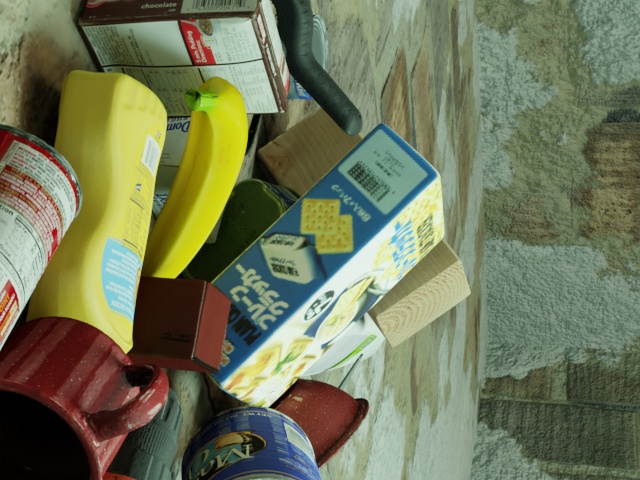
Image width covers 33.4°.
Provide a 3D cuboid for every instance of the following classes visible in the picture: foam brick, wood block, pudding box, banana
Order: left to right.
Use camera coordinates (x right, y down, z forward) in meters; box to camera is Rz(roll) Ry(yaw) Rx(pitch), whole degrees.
[{"bbox_3d":[-0.105,0.053,0.682,0.051,0.078,0.053,52,45,-69],"label":"foam brick"},{"bbox_3d":[-0.082,-0.119,0.667,0.090,0.113,0.039,73,21,-54],"label":"pudding box"},{"bbox_3d":[-0.083,-0.039,0.685,0.069,0.037,0.198,-30,155,-37],"label":"banana"},{"bbox_3d":[0.039,-0.016,0.990,0.206,0.091,0.090,54,-2,27],"label":"wood block"}]

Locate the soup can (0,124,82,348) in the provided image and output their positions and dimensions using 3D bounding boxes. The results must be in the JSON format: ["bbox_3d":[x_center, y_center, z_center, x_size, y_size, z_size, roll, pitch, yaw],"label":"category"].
[{"bbox_3d":[-0.157,0.005,0.480,0.102,0.068,0.068,-73,160,-44],"label":"soup can"}]

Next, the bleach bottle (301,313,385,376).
[{"bbox_3d":[0.005,0.094,1.040,0.068,0.103,0.250,57,10,16],"label":"bleach bottle"}]

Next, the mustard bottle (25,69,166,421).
[{"bbox_3d":[-0.130,0.007,0.609,0.096,0.058,0.191,81,15,-76],"label":"mustard bottle"}]

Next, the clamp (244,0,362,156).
[{"bbox_3d":[-0.045,-0.151,0.891,0.171,0.120,0.039,69,21,-8],"label":"clamp"}]

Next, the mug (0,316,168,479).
[{"bbox_3d":[-0.128,0.086,0.525,0.081,0.117,0.093,-67,135,-66],"label":"mug"}]

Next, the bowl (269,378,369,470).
[{"bbox_3d":[-0.038,0.166,0.903,0.055,0.162,0.162,53,22,-5],"label":"bowl"}]

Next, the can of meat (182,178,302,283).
[{"bbox_3d":[-0.055,0.001,0.847,0.102,0.057,0.083,-52,165,7],"label":"can of meat"}]

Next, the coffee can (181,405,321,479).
[{"bbox_3d":[-0.046,0.185,0.739,0.140,0.102,0.103,-126,-145,-78],"label":"coffee can"}]
